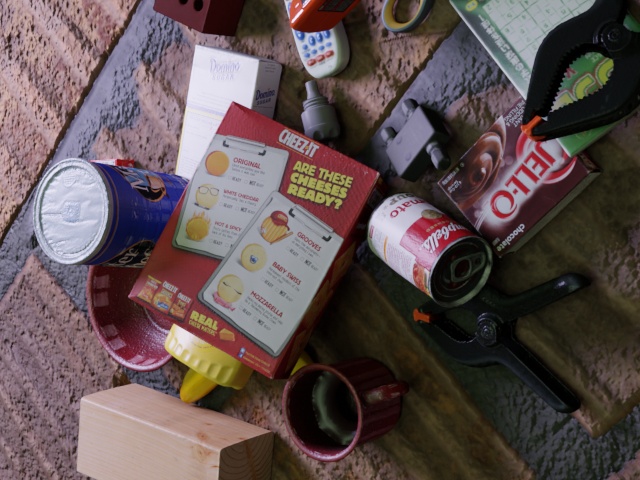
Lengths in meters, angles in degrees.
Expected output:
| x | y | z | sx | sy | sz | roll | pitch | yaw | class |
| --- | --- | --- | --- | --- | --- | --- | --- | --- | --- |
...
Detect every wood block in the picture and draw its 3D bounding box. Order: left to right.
| x | y | z | sx | sy | sz | roll | pitch | yaw | class |
| --- | --- | --- | --- | --- | --- | --- | --- | --- | --- |
| -0.160 | 0.229 | 1.159 | 0.206 | 0.090 | 0.091 | 12 | 101 | 34 | wood block |

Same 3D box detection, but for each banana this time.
| x | y | z | sx | sy | sz | roll | pitch | yaw | class |
| --- | --- | --- | --- | --- | --- | --- | --- | --- | --- |
| -0.081 | 0.134 | 1.124 | 0.198 | 0.037 | 0.069 | -9 | 86 | 36 | banana |

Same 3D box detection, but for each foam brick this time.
| x | y | z | sx | sy | sz | roll | pitch | yaw | class |
| --- | --- | --- | --- | --- | --- | --- | --- | --- | --- |
| -0.126 | -0.251 | 1.115 | 0.078 | 0.051 | 0.053 | 29 | 110 | 31 | foam brick |

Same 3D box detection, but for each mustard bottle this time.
| x | y | z | sx | sy | sz | roll | pitch | yaw | class |
| --- | --- | --- | --- | --- | --- | --- | --- | --- | --- |
| -0.077 | 0.047 | 1.082 | 0.096 | 0.058 | 0.191 | 27 | 90 | 33 | mustard bottle |

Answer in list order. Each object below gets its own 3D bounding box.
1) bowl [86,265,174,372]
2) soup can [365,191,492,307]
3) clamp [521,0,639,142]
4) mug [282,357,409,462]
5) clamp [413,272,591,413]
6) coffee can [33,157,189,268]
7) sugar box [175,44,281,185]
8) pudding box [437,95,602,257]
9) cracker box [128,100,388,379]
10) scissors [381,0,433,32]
| x | y | z | sx | sy | sz | roll | pitch | yaw | class |
| --- | --- | --- | --- | --- | --- | --- | --- | --- | --- |
| -0.186 | 0.062 | 1.184 | 0.162 | 0.055 | 0.162 | 4 | 96 | 36 | bowl |
| 0.095 | 0.006 | 0.949 | 0.102 | 0.068 | 0.068 | 40 | 117 | 48 | soup can |
| 0.232 | -0.167 | 0.844 | 0.210 | 0.036 | 0.165 | -41 | 67 | 13 | clamp |
| 0.033 | 0.153 | 1.015 | 0.117 | 0.081 | 0.093 | -26 | 79 | 35 | mug |
| 0.161 | 0.088 | 0.943 | 0.172 | 0.039 | 0.120 | -1 | 89 | 42 | clamp |
| -0.200 | -0.024 | 1.068 | 0.103 | 0.140 | 0.103 | -3 | 85 | 33 | coffee can |
| -0.099 | -0.108 | 1.113 | 0.093 | 0.048 | 0.176 | 21 | 103 | 34 | sugar box |
| 0.171 | -0.055 | 0.922 | 0.114 | 0.039 | 0.090 | -49 | 67 | 29 | pudding box |
| -0.057 | 0.001 | 1.015 | 0.164 | 0.072 | 0.214 | 27 | 88 | 14 | cracker box |
| 0.117 | -0.253 | 0.959 | 0.202 | 0.016 | 0.096 | -14 | 87 | 36 | scissors |
